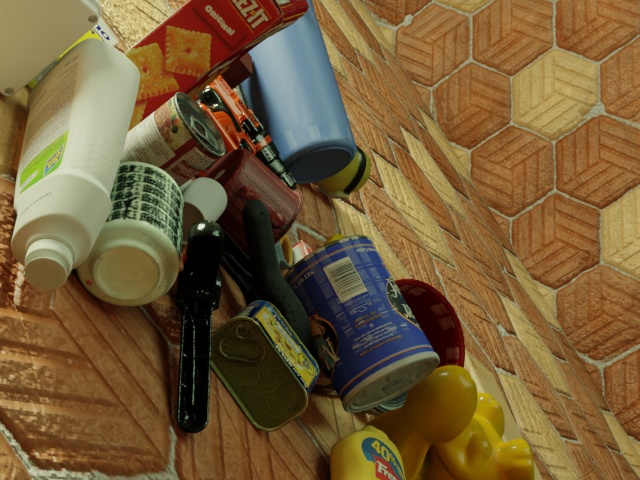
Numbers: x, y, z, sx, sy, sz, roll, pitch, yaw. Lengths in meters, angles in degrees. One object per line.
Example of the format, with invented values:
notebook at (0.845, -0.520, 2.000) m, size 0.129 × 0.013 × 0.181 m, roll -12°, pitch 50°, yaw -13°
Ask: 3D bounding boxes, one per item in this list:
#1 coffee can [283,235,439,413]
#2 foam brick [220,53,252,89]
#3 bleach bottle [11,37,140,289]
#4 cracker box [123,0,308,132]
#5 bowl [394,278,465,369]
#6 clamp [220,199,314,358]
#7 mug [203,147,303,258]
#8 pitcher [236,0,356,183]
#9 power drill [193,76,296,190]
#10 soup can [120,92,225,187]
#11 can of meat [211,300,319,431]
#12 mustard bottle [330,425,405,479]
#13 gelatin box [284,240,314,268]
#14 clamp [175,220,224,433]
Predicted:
coffee can at (0.037, 0.081, 1.034) m, size 0.140 × 0.103 × 0.102 m, roll 61°, pitch 16°, yaw 22°
foam brick at (-0.130, -0.215, 1.331) m, size 0.051 × 0.078 × 0.053 m, roll 48°, pitch 17°, yaw -30°
bleach bottle at (-0.192, -0.052, 0.803) m, size 0.068 × 0.103 × 0.251 m, roll 35°, pitch 29°, yaw -27°
cracker box at (-0.121, -0.182, 1.029) m, size 0.072 × 0.214 × 0.164 m, roll 53°, pitch 16°, yaw -8°
bowl at (0.090, 0.127, 1.242) m, size 0.161 × 0.055 × 0.162 m, roll 5°, pitch 80°, yaw -33°
clamp at (-0.059, 0.048, 1.029) m, size 0.120 × 0.039 × 0.171 m, roll -9°, pitch -79°, yaw 65°
mug at (-0.074, -0.039, 1.099) m, size 0.081 × 0.093 × 0.117 m, roll 43°, pitch -5°, yaw -25°
pitcher at (-0.043, -0.195, 1.402) m, size 0.149 × 0.145 × 0.243 m, roll 52°, pitch 18°, yaw -68°
power drill at (-0.100, -0.104, 1.238) m, size 0.184 × 0.057 × 0.187 m, roll 52°, pitch 13°, yaw -7°
soup can at (-0.144, -0.075, 0.949) m, size 0.068 × 0.102 × 0.068 m, roll 49°, pitch 17°, yaw -21°
can of meat at (-0.049, 0.107, 0.949) m, size 0.102 × 0.057 × 0.084 m, roll 54°, pitch 14°, yaw -3°
mustard bottle at (0.046, 0.230, 0.976) m, size 0.096 × 0.058 × 0.191 m, roll 51°, pitch 15°, yaw -18°
gelatin box at (-0.001, 0.052, 1.257) m, size 0.073 × 0.030 × 0.089 m, roll 39°, pitch 22°, yaw -46°
clamp at (-0.100, 0.052, 0.869) m, size 0.210 × 0.036 × 0.164 m, roll -128°, pitch -137°, yaw -78°
